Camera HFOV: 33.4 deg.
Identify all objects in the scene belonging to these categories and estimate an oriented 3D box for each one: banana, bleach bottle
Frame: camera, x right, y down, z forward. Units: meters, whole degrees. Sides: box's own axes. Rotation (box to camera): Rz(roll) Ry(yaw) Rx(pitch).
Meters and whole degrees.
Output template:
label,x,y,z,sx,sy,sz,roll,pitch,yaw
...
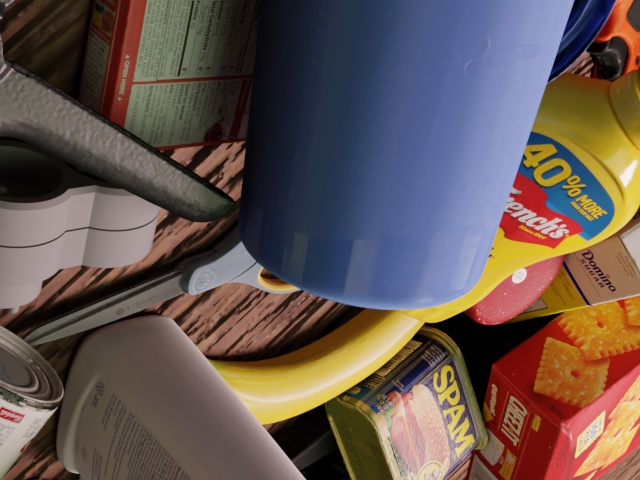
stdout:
label,x,y,z,sx,sy,sz,roll,pitch,yaw
banana,0.001,0.071,0.656,0.197,0.037,0.070,-17,138,-36
bleach bottle,-0.036,0.146,0.504,0.067,0.251,0.103,-13,132,-39

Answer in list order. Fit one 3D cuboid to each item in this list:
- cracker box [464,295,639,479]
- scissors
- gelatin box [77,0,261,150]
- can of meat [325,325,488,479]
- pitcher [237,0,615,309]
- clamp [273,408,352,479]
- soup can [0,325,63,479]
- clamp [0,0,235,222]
label,x,y,z,sx,sy,sz,roll,pitch,yaw
cracker box,0.211,0.102,0.772,0.213,0.072,0.164,-30,146,-24
scissors,-0.054,0.001,0.552,0.201,0.016,0.096,-7,127,-43
gelatin box,-0.057,-0.078,0.460,0.089,0.030,0.073,-11,130,-40
can of meat,0.057,0.121,0.714,0.083,0.058,0.102,-36,120,-31
pitcher,0.047,-0.101,0.421,0.145,0.149,0.243,-55,158,-65
clamp,0.020,0.164,0.759,0.171,0.039,0.120,-5,108,-40
soup can,-0.170,0.089,0.470,0.102,0.069,0.068,-52,145,5
clamp,-0.119,-0.063,0.373,0.209,0.036,0.164,-18,116,-24
